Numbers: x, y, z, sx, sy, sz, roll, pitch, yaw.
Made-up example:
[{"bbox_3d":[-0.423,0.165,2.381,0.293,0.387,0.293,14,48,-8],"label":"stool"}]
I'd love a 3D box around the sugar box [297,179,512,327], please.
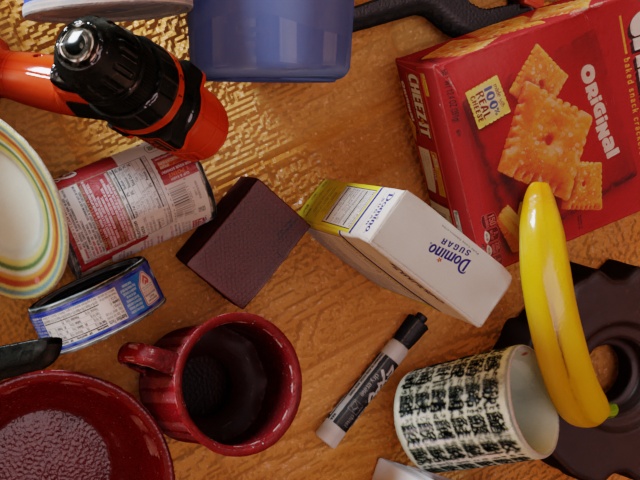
[{"bbox_3d":[0.050,0.003,0.713,0.093,0.176,0.048,37,82,-16],"label":"sugar box"}]

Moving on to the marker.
[{"bbox_3d":[0.040,0.103,0.801,0.020,0.020,0.121,41,81,-16],"label":"marker"}]

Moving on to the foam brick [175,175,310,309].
[{"bbox_3d":[-0.055,0.001,0.746,0.053,0.051,0.078,42,81,-17],"label":"foam brick"}]

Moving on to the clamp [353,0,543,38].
[{"bbox_3d":[0.087,-0.204,0.782,0.171,0.039,0.120,2,104,-23],"label":"clamp"}]

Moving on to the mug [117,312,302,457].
[{"bbox_3d":[-0.082,0.093,0.717,0.117,0.082,0.093,21,73,-27],"label":"mug"}]

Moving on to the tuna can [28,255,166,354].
[{"bbox_3d":[-0.147,0.042,0.702,0.086,0.086,0.034,-26,100,-14],"label":"tuna can"}]

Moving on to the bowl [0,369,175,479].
[{"bbox_3d":[-0.182,0.162,0.715,0.162,0.055,0.162,-1,94,-18],"label":"bowl"}]

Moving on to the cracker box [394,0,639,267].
[{"bbox_3d":[0.178,-0.088,0.790,0.213,0.072,0.164,-21,111,-15],"label":"cracker box"}]

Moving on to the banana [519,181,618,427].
[{"bbox_3d":[0.169,0.059,0.753,0.037,0.069,0.198,-11,110,23],"label":"banana"}]

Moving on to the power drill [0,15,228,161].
[{"bbox_3d":[-0.161,-0.098,0.624,0.188,0.184,0.057,16,84,16],"label":"power drill"}]

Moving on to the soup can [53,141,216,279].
[{"bbox_3d":[-0.129,-0.025,0.712,0.102,0.069,0.068,-24,101,-15],"label":"soup can"}]

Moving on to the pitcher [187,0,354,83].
[{"bbox_3d":[-0.044,-0.227,0.703,0.144,0.149,0.243,-4,99,-32],"label":"pitcher"}]
